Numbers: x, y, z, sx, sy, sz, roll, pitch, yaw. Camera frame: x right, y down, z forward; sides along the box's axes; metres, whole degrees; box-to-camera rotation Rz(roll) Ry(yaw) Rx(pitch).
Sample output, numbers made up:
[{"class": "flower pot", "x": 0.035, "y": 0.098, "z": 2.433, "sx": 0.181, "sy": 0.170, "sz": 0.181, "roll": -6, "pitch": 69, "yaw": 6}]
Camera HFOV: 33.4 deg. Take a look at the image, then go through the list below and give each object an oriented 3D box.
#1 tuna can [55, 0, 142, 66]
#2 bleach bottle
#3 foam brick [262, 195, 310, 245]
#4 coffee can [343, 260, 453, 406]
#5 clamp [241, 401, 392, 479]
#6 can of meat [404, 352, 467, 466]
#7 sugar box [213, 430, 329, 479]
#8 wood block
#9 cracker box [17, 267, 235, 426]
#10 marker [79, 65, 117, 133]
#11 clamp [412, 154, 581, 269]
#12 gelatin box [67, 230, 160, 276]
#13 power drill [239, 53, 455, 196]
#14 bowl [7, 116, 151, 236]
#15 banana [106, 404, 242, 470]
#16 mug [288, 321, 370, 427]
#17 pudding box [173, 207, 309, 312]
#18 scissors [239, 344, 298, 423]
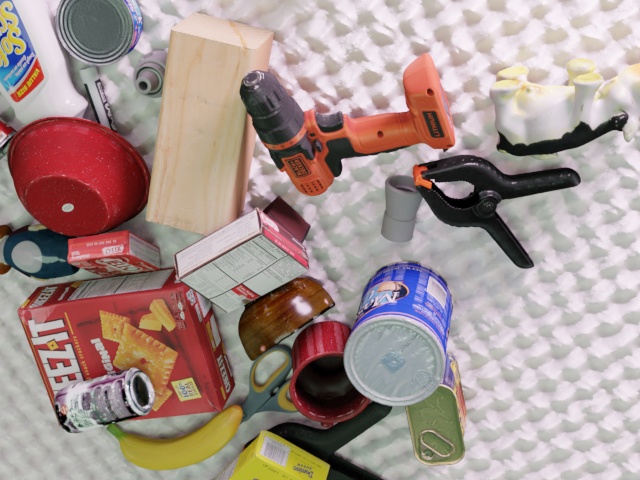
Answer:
[{"class": "tuna can", "x": -0.230, "y": -0.228, "z": 1.116, "sx": 0.086, "sy": 0.033, "sz": 0.086, "roll": 4, "pitch": 114, "yaw": 10}, {"class": "bleach bottle", "x": -0.314, "y": -0.210, "z": 1.127, "sx": 0.103, "sy": 0.068, "sz": 0.251, "roll": -22, "pitch": 109, "yaw": 19}, {"class": "foam brick", "x": -0.058, "y": 0.001, "z": 1.170, "sx": 0.053, "sy": 0.051, "sz": 0.078, "roll": 43, "pitch": 114, "yaw": -9}, {"class": "coffee can", "x": 0.085, "y": 0.096, "z": 1.132, "sx": 0.103, "sy": 0.140, "sz": 0.103, "roll": 4, "pitch": 114, "yaw": 9}, {"class": "clamp", "x": 0.004, "y": 0.248, "z": 1.268, "sx": 0.210, "sy": 0.036, "sz": 0.164, "roll": 3, "pitch": 121, "yaw": 13}, {"class": "can of meat", "x": 0.131, "y": 0.186, "z": 1.193, "sx": 0.057, "sy": 0.084, "sz": 0.102, "roll": -7, "pitch": 111, "yaw": 14}, {"class": "sugar box", "x": -0.073, "y": 0.300, "z": 1.275, "sx": 0.093, "sy": 0.048, "sz": 0.176, "roll": 31, "pitch": 131, "yaw": -10}, {"class": "wood block", "x": -0.115, "y": -0.119, "z": 1.109, "sx": 0.090, "sy": 0.090, "sz": 0.206, "roll": 14, "pitch": 115, "yaw": 4}, {"class": "cracker box", "x": -0.225, "y": 0.126, "z": 1.246, "sx": 0.214, "sy": 0.072, "sz": 0.164, "roll": -8, "pitch": 111, "yaw": 15}, {"class": "marker", "x": -0.236, "y": -0.131, "z": 1.166, "sx": 0.020, "sy": 0.020, "sz": 0.121, "roll": -10, "pitch": 111, "yaw": 15}, {"class": "clamp", "x": 0.172, "y": -0.033, "z": 1.105, "sx": 0.171, "sy": 0.039, "sz": 0.120, "roll": 11, "pitch": 112, "yaw": -6}, {"class": "gelatin box", "x": -0.230, "y": 0.016, "z": 1.192, "sx": 0.073, "sy": 0.089, "sz": 0.030, "roll": -7, "pitch": 76, "yaw": 14}, {"class": "power drill", "x": 0.030, "y": -0.124, "z": 1.057, "sx": 0.188, "sy": 0.057, "sz": 0.184, "roll": -13, "pitch": 148, "yaw": 15}, {"class": "bowl", "x": -0.267, "y": -0.055, "z": 1.156, "sx": 0.162, "sy": 0.055, "sz": 0.162, "roll": 5, "pitch": 136, "yaw": 5}, {"class": "banana", "x": -0.171, "y": 0.244, "z": 1.294, "sx": 0.198, "sy": 0.037, "sz": 0.069, "roll": -13, "pitch": 116, "yaw": 25}, {"class": "mug", "x": 0.009, "y": 0.153, "z": 1.197, "sx": 0.093, "sy": 0.081, "sz": 0.117, "roll": -2, "pitch": 116, "yaw": -3}, {"class": "pudding box", "x": -0.082, "y": 0.023, "z": 1.112, "sx": 0.114, "sy": 0.039, "sz": 0.090, "roll": -29, "pitch": 138, "yaw": 19}, {"class": "scissors", "x": -0.072, "y": 0.211, "z": 1.282, "sx": 0.096, "sy": 0.016, "sz": 0.202, "roll": 28, "pitch": 115, "yaw": -1}]
